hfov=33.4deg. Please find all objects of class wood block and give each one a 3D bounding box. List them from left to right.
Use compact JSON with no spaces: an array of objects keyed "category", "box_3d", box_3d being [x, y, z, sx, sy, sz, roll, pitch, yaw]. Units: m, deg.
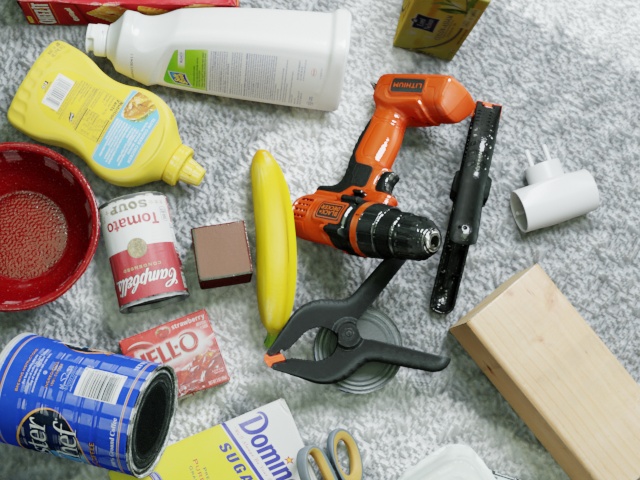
[{"category":"wood block","box_3d":[0.227,0.134,1.010,0.090,0.091,0.206,-39,86,-9]}]

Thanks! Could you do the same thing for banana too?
[{"category":"banana","box_3d":[-0.048,0.002,1.022,0.037,0.070,0.198,3,79,-26]}]

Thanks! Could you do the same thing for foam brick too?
[{"category":"foam brick","box_3d":[-0.093,0.015,1.014,0.051,0.078,0.053,-9,84,-6]}]

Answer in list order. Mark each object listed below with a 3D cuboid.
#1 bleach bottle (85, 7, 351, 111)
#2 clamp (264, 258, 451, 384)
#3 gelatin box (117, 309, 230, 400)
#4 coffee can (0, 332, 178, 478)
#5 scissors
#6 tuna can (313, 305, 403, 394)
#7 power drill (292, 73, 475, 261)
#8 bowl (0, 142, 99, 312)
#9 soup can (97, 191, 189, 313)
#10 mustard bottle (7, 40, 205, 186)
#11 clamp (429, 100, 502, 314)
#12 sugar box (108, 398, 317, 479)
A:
[{"category":"bleach bottle","box_3d":[-0.100,-0.187,1.034,0.250,0.103,0.068,7,51,-3]},{"category":"clamp","box_3d":[0.034,0.094,0.994,0.171,0.039,0.120,-28,79,-1]},{"category":"gelatin box","box_3d":[-0.139,0.115,1.018,0.089,0.030,0.073,-20,83,-7]},{"category":"coffee can","box_3d":[-0.212,0.146,0.954,0.140,0.102,0.103,11,80,14]},{"category":"scissors","box_3d":[0.039,0.263,1.007,0.201,0.016,0.096,59,37,-19]},{"category":"tuna can","box_3d":[0.036,0.105,1.030,0.086,0.034,0.086,1,81,-4]},{"category":"power drill","box_3d":[0.071,-0.068,1.003,0.057,0.185,0.187,44,69,-39]},{"category":"bowl","box_3d":[-0.288,-0.009,1.015,0.162,0.055,0.162,1,81,-4]},{"category":"soup can","box_3d":[-0.168,0.012,1.014,0.068,0.068,0.102,-14,81,-6]},{"category":"mustard bottle","box_3d":[-0.198,-0.107,1.036,0.191,0.058,0.096,30,81,1]},{"category":"clamp","box_3d":[0.143,-0.049,1.013,0.036,0.164,0.210,14,71,4]},{"category":"sugar box","box_3d":[-0.098,0.222,0.996,0.176,0.048,0.093,-23,83,-6]}]
